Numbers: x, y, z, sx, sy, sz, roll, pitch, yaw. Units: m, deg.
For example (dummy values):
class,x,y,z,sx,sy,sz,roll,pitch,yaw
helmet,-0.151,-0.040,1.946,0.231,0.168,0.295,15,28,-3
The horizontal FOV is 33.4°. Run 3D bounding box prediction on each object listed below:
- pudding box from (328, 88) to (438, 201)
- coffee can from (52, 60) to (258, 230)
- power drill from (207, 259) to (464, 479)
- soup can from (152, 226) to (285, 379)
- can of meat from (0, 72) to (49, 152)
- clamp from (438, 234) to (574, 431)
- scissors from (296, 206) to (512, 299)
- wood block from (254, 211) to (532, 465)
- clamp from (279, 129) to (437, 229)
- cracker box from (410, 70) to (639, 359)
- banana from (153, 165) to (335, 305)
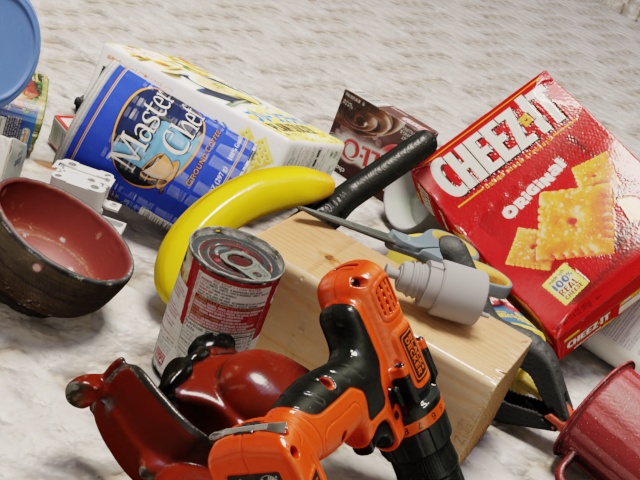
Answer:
class,x,y,z,sx,sy,sz,roll,pitch,yaw
pudding box,0.062,-0.102,1.154,0.114,0.090,0.039,35,27,29
coffee can,-0.138,-0.072,0.899,0.140,0.103,0.102,30,24,-9
power drill,0.020,0.126,0.629,0.057,0.184,0.187,-16,16,31
soup can,-0.072,0.051,0.738,0.068,0.102,0.068,17,26,-9
can of meat,-0.296,-0.126,0.973,0.083,0.057,0.102,14,26,-19
clamp,0.119,0.091,0.834,0.171,0.120,0.039,49,34,7
scissors,0.067,-0.004,0.880,0.201,0.016,0.096,24,19,-14
wood block,0.038,0.072,0.795,0.206,0.090,0.090,30,28,18
clamp,-0.003,-0.023,0.955,0.209,0.165,0.036,-39,98,-40
cracker box,0.209,-0.027,0.963,0.214,0.164,0.072,52,-3,27
banana,-0.068,-0.011,0.835,0.197,0.069,0.037,-45,22,-30
